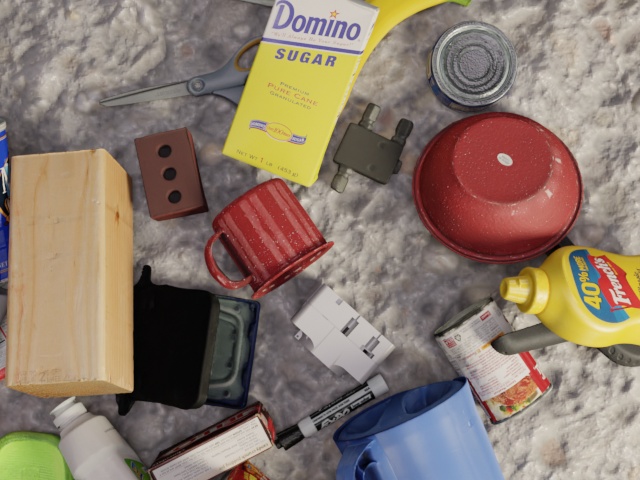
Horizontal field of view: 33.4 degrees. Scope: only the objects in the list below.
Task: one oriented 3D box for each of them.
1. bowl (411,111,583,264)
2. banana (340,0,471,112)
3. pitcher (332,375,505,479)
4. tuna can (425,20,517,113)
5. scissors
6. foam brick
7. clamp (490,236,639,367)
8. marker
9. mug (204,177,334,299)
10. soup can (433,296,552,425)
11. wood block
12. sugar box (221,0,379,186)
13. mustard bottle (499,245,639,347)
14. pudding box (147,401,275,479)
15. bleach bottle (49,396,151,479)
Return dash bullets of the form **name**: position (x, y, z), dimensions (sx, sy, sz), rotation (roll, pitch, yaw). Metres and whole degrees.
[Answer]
- **bowl**: position (0.166, -0.062, 0.992), dimensions (0.162, 0.055, 0.162), rotation (-1, 66, 3)
- **banana**: position (0.056, -0.197, 1.031), dimensions (0.198, 0.037, 0.069), rotation (-41, 89, -3)
- **pitcher**: position (0.111, 0.258, 0.962), dimensions (0.149, 0.145, 0.243), rotation (-24, 91, -4)
- **tuna can**: position (0.147, -0.168, 1.034), dimensions (0.086, 0.034, 0.086), rotation (0, 87, -1)
- **scissors**: position (-0.104, -0.135, 1.035), dimensions (0.201, 0.016, 0.096), rotation (-25, 88, -2)
- **foam brick**: position (-0.141, -0.061, 1.013), dimensions (0.053, 0.051, 0.078), rotation (-13, 88, -2)
- **clamp**: position (0.261, 0.053, 1.011), dimensions (0.209, 0.036, 0.164), rotation (15, 61, -13)
- **marker**: position (0.009, 0.166, 1.022), dimensions (0.121, 0.020, 0.020), rotation (-30, 88, -3)
- **mug**: position (-0.056, 0.001, 0.989), dimensions (0.117, 0.093, 0.081), rotation (-31, 83, -28)
- **soup can**: position (0.161, 0.113, 1.004), dimensions (0.068, 0.068, 0.102), rotation (-34, 88, -3)
- **wood block**: position (-0.223, 0.032, 0.961), dimensions (0.090, 0.091, 0.206), rotation (-5, 74, 7)
- **sugar box**: position (-0.019, -0.148, 0.992), dimensions (0.093, 0.048, 0.176), rotation (21, 108, 1)
- **mustard bottle**: position (0.250, 0.050, 0.951), dimensions (0.191, 0.058, 0.096), rotation (5, 53, -16)
- **pudding box**: position (-0.097, 0.192, 0.983), dimensions (0.113, 0.090, 0.039), rotation (-29, 89, -2)
- **bleach bottle**: position (-0.163, 0.252, 0.984), dimensions (0.068, 0.102, 0.251), rotation (-37, 83, -6)
